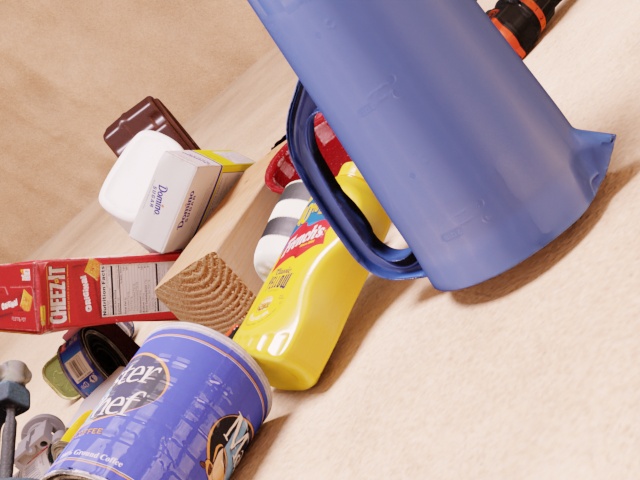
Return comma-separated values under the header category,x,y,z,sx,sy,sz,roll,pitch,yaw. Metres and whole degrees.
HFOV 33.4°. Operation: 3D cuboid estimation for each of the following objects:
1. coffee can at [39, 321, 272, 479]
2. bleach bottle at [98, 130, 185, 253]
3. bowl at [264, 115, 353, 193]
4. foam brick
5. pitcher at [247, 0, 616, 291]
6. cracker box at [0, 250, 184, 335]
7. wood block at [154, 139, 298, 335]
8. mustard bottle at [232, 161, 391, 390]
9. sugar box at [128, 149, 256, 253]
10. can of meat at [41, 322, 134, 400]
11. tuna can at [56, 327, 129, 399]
category,x,y,z,sx,sy,sz,roll,pitch,yaw
coffee can,-0.107,0.137,0.707,0.103,0.102,0.140,-30,19,42
bleach bottle,-0.159,-0.027,1.194,0.102,0.068,0.250,-58,-19,-9
bowl,0.032,-0.071,0.959,0.162,0.055,0.162,-24,26,12
foam brick,-0.238,0.116,1.177,0.053,0.078,0.051,-46,16,-13
pitcher,0.051,-0.093,0.670,0.149,0.243,0.145,-39,10,-14
cracker box,-0.217,0.051,1.058,0.213,0.072,0.164,-3,-1,-39
wood block,-0.057,0.001,1.001,0.090,0.090,0.205,-32,18,37
mustard bottle,0.003,0.014,0.784,0.096,0.058,0.191,-14,44,62
sugar box,-0.123,-0.043,1.072,0.093,0.048,0.176,-66,-15,10
can of meat,-0.274,0.131,1.276,0.102,0.057,0.084,-39,12,12
tuna can,-0.226,0.130,1.087,0.034,0.086,0.086,-39,14,8
